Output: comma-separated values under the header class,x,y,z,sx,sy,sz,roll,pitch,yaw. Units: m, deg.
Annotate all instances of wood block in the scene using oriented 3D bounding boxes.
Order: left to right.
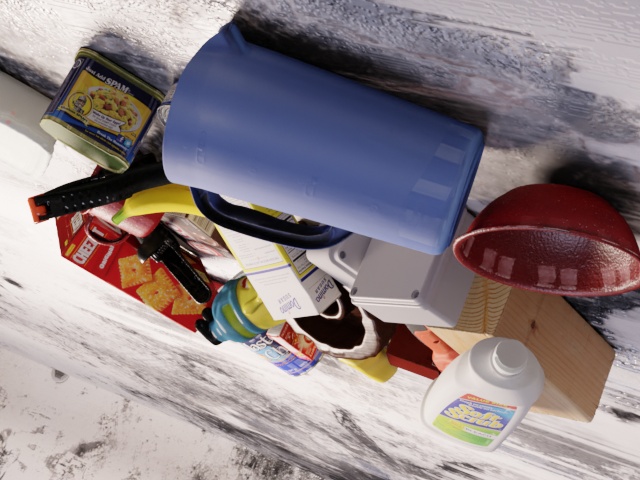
class,x,y,z,sx,sy,sz,roll,pitch,yaw
wood block,0.216,0.104,1.126,0.090,0.090,0.205,3,151,47

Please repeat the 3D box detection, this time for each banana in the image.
class,x,y,z,sx,sy,sz,roll,pitch,yaw
banana,-0.139,-0.037,1.238,0.197,0.037,0.070,9,142,-14

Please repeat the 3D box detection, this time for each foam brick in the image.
class,x,y,z,sx,sy,sz,roll,pitch,yaw
foam brick,0.133,0.147,1.409,0.078,0.053,0.051,20,161,19

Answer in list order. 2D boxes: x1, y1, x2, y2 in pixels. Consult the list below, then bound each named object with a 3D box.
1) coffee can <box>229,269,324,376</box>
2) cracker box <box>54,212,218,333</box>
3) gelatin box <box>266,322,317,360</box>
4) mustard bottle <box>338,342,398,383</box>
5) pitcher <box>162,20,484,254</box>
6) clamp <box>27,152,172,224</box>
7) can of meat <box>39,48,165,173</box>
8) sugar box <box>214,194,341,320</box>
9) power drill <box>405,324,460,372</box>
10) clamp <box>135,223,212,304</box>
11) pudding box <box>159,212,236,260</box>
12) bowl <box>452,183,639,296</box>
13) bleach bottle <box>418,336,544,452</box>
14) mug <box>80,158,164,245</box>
class,x,y,z,sx,sy,sz,roll,pitch,yaw
coffee can,-0.067,0.116,1.505,0.140,0.102,0.103,36,159,-30
cracker box,-0.251,0.022,1.458,0.213,0.072,0.164,34,-174,-24
gelatin box,-0.025,0.106,1.446,0.030,0.089,0.073,4,152,45
mustard bottle,0.061,0.151,1.472,0.096,0.058,0.191,46,-178,28
pitcher,0.002,-0.067,0.876,0.243,0.145,0.149,19,171,9
clamp,-0.206,-0.062,1.126,0.165,0.209,0.036,-2,106,44
can of meat,-0.218,-0.128,1.070,0.102,0.084,0.058,31,161,-16
sugar box,-0.057,0.001,1.156,0.094,0.048,0.176,-12,115,54
power drill,0.149,0.101,1.261,0.185,0.057,0.187,9,153,50
clamp,-0.196,0.015,1.363,0.120,0.039,0.171,48,-175,-29
pudding box,-0.157,-0.020,1.351,0.090,0.039,0.113,11,156,41
bowl,0.194,-0.004,0.889,0.162,0.055,0.162,12,161,4
bleach bottle,0.162,0.148,1.073,0.102,0.068,0.251,22,158,8
mug,-0.236,-0.045,1.278,0.081,0.117,0.093,28,-173,-24
